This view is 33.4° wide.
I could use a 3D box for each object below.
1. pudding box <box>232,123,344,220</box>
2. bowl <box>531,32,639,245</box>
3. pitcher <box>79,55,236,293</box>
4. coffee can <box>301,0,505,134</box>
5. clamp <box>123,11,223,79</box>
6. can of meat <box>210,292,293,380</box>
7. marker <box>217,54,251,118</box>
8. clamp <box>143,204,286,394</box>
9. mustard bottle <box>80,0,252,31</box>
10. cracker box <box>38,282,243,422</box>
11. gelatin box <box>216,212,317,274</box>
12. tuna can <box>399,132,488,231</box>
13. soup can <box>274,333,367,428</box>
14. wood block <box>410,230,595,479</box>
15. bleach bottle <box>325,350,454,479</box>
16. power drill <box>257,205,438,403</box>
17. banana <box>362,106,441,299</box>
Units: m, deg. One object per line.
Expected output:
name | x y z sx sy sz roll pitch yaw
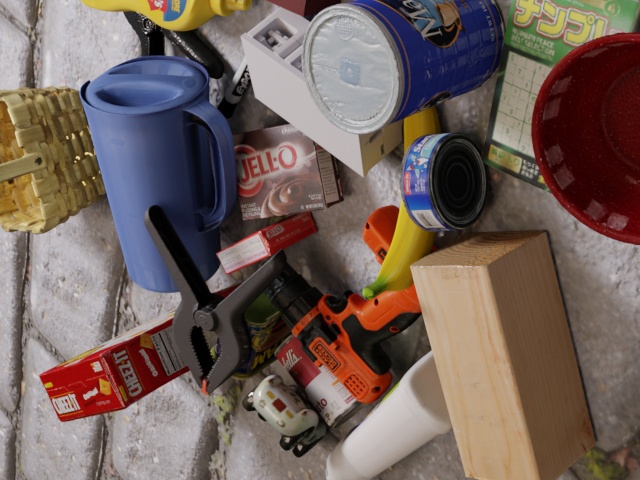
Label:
pudding box | -0.037 -0.072 1.083 0.114 0.039 0.090 -7 98 35
bowl | 0.240 -0.080 0.785 0.162 0.055 0.162 19 124 30
pitcher | -0.164 -0.063 1.146 0.149 0.145 0.243 -108 11 -55
coffee can | 0.069 -0.154 0.871 0.103 0.140 0.103 24 126 37
clamp | -0.167 -0.235 1.160 0.120 0.039 0.171 -7 104 32
can of meat | -0.066 0.092 1.175 0.057 0.101 0.084 36 130 22
marker | -0.082 -0.169 1.116 0.020 0.020 0.121 52 138 14
clamp | -0.120 0.066 1.110 0.165 0.036 0.210 26 126 20
mustard bottle | -0.156 -0.267 1.093 0.192 0.058 0.096 19 109 19
cracker box | -0.193 0.132 1.243 0.164 0.213 0.072 -21 94 50
gelatin box | -0.057 0.001 1.139 0.089 0.073 0.030 -25 91 50
tuna can | 0.109 -0.050 0.926 0.034 0.085 0.086 0 110 45
soup can | 0.008 0.142 1.148 0.102 0.068 0.069 51 138 14
wood block | 0.162 0.103 0.946 0.090 0.090 0.206 -2 109 48
bleach bottle | 0.067 0.197 1.087 0.068 0.102 0.251 48 137 8
power drill | 0.035 0.050 1.059 0.184 0.057 0.188 47 132 8
banana | 0.084 -0.038 0.955 0.037 0.069 0.198 8 82 27
